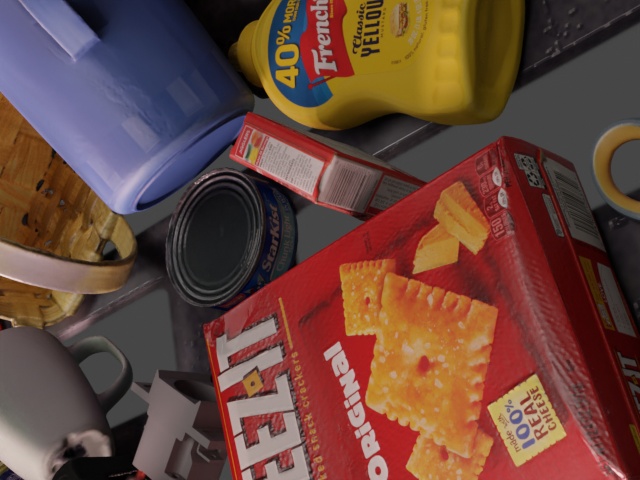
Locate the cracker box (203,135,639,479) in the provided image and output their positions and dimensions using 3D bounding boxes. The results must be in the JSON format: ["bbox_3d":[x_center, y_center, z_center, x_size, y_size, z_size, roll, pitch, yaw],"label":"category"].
[{"bbox_3d":[0.045,0.073,0.515,0.214,0.072,0.164,-33,59,33],"label":"cracker box"}]

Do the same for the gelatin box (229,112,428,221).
[{"bbox_3d":[0.009,-0.035,0.566,0.073,0.089,0.030,30,101,43],"label":"gelatin box"}]

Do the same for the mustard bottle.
[{"bbox_3d":[0.019,-0.111,0.598,0.192,0.058,0.096,3,86,43],"label":"mustard bottle"}]

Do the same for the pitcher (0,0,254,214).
[{"bbox_3d":[-0.153,-0.137,0.617,0.243,0.149,0.145,50,135,2],"label":"pitcher"}]

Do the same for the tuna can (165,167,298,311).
[{"bbox_3d":[-0.054,0.001,0.652,0.086,0.033,0.086,-13,70,40],"label":"tuna can"}]
